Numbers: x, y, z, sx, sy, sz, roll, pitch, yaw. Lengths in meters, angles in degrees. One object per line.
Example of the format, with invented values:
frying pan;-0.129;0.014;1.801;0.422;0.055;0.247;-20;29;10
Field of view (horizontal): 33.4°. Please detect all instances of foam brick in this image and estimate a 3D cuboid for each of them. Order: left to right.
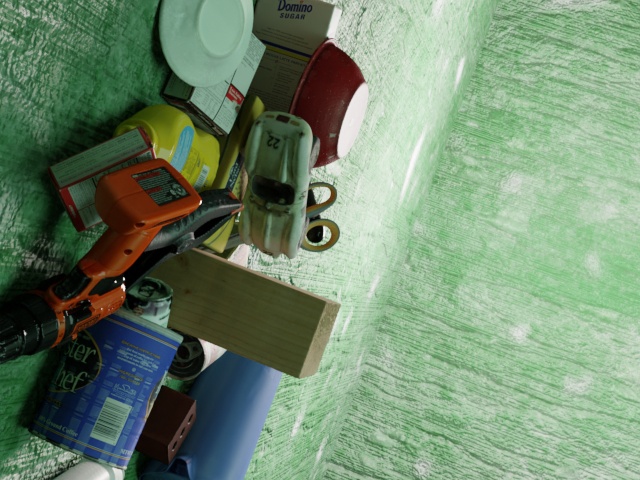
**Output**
foam brick;-0.199;0.237;1.368;0.053;0.051;0.078;96;18;-50

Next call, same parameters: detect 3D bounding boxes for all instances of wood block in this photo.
wood block;-0.093;0.075;1.199;0.090;0.206;0.090;18;92;-78

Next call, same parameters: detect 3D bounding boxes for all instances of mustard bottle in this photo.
mustard bottle;-0.155;-0.080;1.029;0.096;0.058;0.191;-62;168;-2

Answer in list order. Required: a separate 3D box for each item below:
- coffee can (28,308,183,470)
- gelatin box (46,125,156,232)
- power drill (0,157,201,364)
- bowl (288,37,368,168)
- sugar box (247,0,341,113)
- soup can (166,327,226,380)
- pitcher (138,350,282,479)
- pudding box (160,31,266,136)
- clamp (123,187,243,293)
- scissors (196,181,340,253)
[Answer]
coffee can;-0.209;0.139;1.044;0.103;0.103;0.140;61;51;-74
gelatin box;-0.182;-0.053;0.920;0.089;0.030;0.073;-27;155;-12
power drill;-0.194;0.020;0.885;0.188;0.057;0.184;-46;174;28
bowl;0.013;-0.146;1.220;0.162;0.055;0.162;21;90;-77
sugar box;-0.045;-0.199;1.239;0.048;0.093;0.176;-21;130;-75
soup can;-0.157;0.127;1.336;0.102;0.068;0.068;-37;146;-69
pitcher;-0.143;0.265;1.492;0.149;0.145;0.242;-24;-147;48
pudding box;-0.107;-0.175;1.091;0.090;0.039;0.113;40;68;-60
clamp;-0.148;-0.008;1.055;0.171;0.039;0.120;-38;173;-22
scissors;-0.059;0.002;1.300;0.201;0.096;0.016;-33;-157;-9
